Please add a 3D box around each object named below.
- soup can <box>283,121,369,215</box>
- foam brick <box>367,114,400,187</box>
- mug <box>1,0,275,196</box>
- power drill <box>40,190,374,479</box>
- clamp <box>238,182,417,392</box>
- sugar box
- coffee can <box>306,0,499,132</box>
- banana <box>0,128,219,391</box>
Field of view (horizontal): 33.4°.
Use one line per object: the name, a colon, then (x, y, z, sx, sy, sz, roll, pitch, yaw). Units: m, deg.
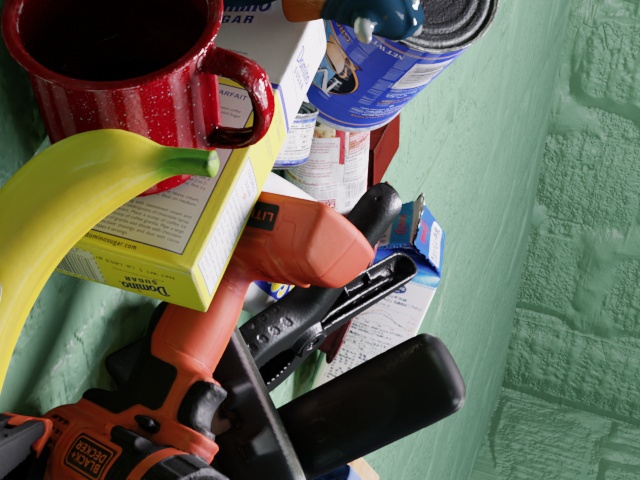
soup can: (0.004, -0.077, 0.828, 0.068, 0.068, 0.102, -59, 158, -46)
foam brick: (0.036, -0.087, 0.959, 0.078, 0.051, 0.053, -60, 157, -44)
mug: (-0.076, -0.071, 0.478, 0.081, 0.117, 0.093, 90, 16, -54)
power drill: (-0.050, 0.066, 0.531, 0.057, 0.185, 0.187, 46, 68, -41)
clamp: (-0.011, 0.057, 0.740, 0.210, 0.036, 0.164, -44, 160, 1)
sugar box: (-0.069, -0.056, 0.548, 0.048, 0.093, 0.176, 81, 28, -55)
coffee can: (0.041, -0.144, 0.715, 0.140, 0.102, 0.102, -37, -150, 65)
banana: (-0.125, 0.025, 0.440, 0.198, 0.070, 0.037, -54, 159, 5)
